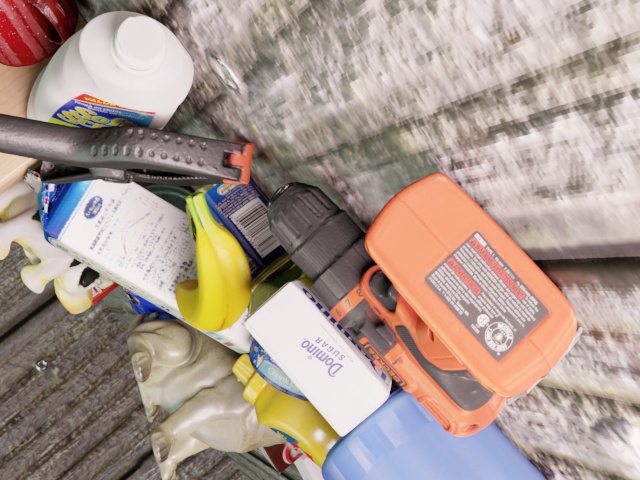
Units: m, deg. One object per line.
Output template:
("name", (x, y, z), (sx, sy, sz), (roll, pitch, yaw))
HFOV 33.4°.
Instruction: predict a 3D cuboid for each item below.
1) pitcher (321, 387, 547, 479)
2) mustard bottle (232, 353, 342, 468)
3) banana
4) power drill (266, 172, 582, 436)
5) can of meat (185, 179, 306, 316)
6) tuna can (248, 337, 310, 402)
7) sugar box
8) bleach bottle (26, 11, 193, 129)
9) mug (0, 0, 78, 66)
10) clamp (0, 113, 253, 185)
("pitcher", (0.113, 0.209, 0.689), (0.243, 0.144, 0.149), (50, 130, 16))
("mustard bottle", (0.007, 0.156, 0.863), (0.192, 0.058, 0.096), (37, 178, 11))
("banana", (-0.077, 0.031, 0.761), (0.198, 0.037, 0.069), (117, 136, -66))
("power drill", (0.046, 0.024, 0.563), (0.184, 0.057, 0.188), (46, 168, 3))
("can of meat", (-0.055, 0.001, 0.805), (0.084, 0.057, 0.102), (51, 165, 11))
("tuna can", (-0.013, 0.091, 0.842), (0.086, 0.034, 0.086), (21, -159, -9))
("sugar box", (0.006, 0.069, 0.715), (0.093, 0.048, 0.176), (49, -178, 3))
("bleach bottle", (-0.150, -0.113, 0.752), (0.102, 0.068, 0.251), (19, 170, -14))
("mug", (-0.230, -0.184, 0.816), (0.117, 0.093, 0.081), (28, 161, 29))
("clamp", (-0.151, -0.061, 0.736), (0.210, 0.036, 0.164), (4, 174, 22))
